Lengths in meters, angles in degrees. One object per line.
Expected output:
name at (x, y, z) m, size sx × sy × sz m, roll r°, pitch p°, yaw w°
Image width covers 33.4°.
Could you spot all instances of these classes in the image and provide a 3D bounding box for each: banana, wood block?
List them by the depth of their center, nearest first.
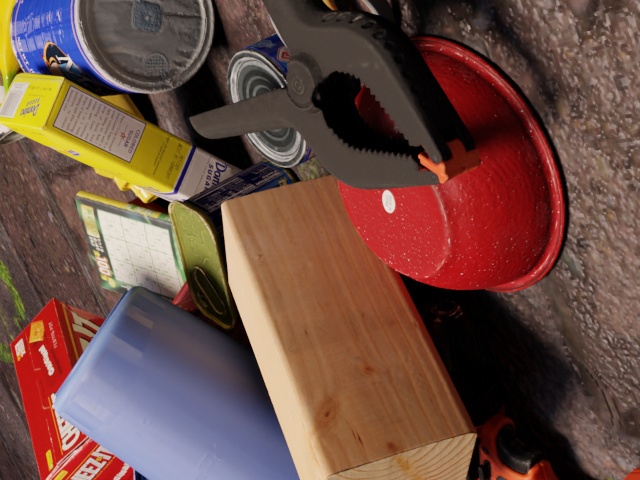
wood block at (0.011, 0.067, 0.663) m, size 0.091 × 0.090 × 0.206 m, roll 91°, pitch 160°, yaw -50°
banana at (-0.274, -0.214, 0.978) m, size 0.070 × 0.037 × 0.198 m, roll 62°, pitch 150°, yaw 17°

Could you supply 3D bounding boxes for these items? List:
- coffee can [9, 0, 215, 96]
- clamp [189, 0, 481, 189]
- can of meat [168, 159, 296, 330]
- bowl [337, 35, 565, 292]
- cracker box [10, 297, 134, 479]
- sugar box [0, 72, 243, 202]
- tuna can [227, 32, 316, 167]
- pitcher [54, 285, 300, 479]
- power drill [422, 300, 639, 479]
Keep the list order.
coffee can at (-0.155, -0.157, 0.781) m, size 0.141 × 0.102 × 0.103 m, roll 8°, pitch 122°, yaw 56°
clamp at (-0.004, -0.081, 0.574) m, size 0.210 × 0.036 × 0.165 m, roll 43°, pitch 139°, yaw 28°
can of meat at (-0.055, 0.001, 0.787) m, size 0.058 × 0.083 × 0.102 m, roll 27°, pitch 137°, yaw 44°
bowl at (0.059, -0.031, 0.608) m, size 0.162 × 0.055 × 0.162 m, roll 38°, pitch 144°, yaw 34°
cracker box at (-0.147, 0.154, 0.919) m, size 0.213 × 0.072 × 0.164 m, roll 30°, pitch -160°, yaw -41°
sugar box at (-0.143, -0.067, 0.797) m, size 0.176 × 0.048 × 0.093 m, roll 29°, pitch 172°, yaw -37°
tuna can at (-0.024, -0.092, 0.704) m, size 0.086 × 0.033 × 0.086 m, roll 38°, pitch 145°, yaw 34°
pitcher at (-0.069, 0.148, 0.771) m, size 0.242 × 0.149 × 0.145 m, roll 34°, pitch 151°, yaw -7°
power drill at (0.137, 0.136, 0.641) m, size 0.188 × 0.057 × 0.184 m, roll 22°, pitch 134°, yaw 50°
